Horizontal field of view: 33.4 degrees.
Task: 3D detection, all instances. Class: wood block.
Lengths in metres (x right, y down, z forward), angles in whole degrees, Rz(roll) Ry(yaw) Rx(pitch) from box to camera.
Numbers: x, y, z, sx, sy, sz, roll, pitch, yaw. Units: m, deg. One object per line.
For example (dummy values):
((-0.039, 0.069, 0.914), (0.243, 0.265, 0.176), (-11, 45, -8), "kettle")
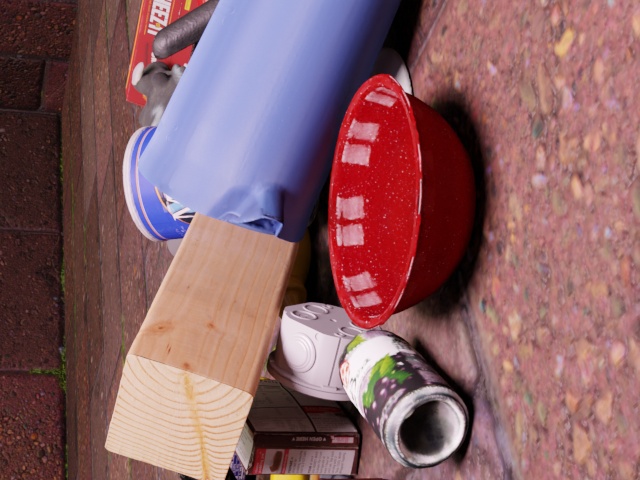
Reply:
((-0.083, 0.072, 0.810), (0.206, 0.090, 0.091), (-76, 5, -59), "wood block")

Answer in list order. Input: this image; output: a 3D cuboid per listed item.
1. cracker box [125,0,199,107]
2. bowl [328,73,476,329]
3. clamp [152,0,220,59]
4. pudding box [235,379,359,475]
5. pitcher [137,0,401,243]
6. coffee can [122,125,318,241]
((-0.158, -0.272, 1.240), (0.213, 0.072, 0.164), (-77, 5, -51), "cracker box")
((0.055, -0.023, 0.683), (0.162, 0.055, 0.162), (-177, 90, -72), "bowl")
((-0.016, -0.199, 0.859), (0.210, 0.164, 0.036), (-52, 35, 21), "clamp")
((-0.028, 0.147, 0.851), (0.114, 0.090, 0.039), (-142, 58, -67), "pudding box")
((-0.029, -0.134, 0.768), (0.243, 0.149, 0.144), (-64, -14, 13), "pitcher")
((-0.083, -0.055, 0.918), (0.102, 0.140, 0.103), (-5, -90, -69), "coffee can")
